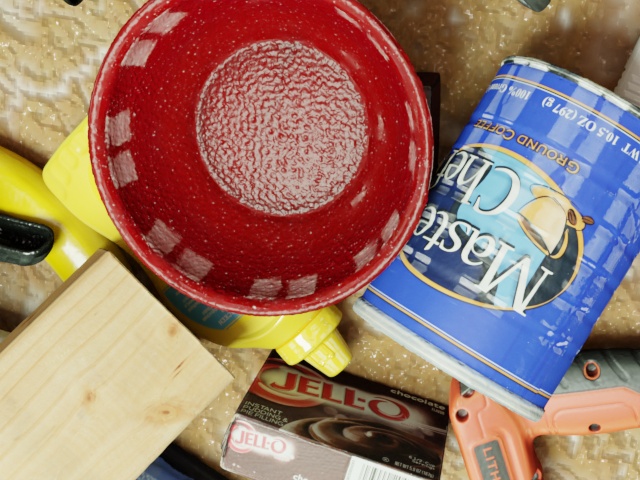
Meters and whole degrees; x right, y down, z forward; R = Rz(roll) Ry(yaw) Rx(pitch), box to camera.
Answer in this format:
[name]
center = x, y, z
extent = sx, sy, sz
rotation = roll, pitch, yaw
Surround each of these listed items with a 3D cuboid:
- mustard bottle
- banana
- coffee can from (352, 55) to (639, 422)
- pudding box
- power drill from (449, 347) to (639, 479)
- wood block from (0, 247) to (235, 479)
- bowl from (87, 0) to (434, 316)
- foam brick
[mustard bottle]
center = -0.054, 0.001, 0.580
extent = 0.096, 0.058, 0.191
rotation = -42, 94, 20
[banana]
center = -0.154, 0.006, 0.614
extent = 0.070, 0.037, 0.198
rotation = -33, 97, 17
[coffee can]
center = 0.095, -0.001, 0.506
extent = 0.103, 0.103, 0.140
rotation = 31, 91, 1
[pudding box]
center = 0.011, 0.106, 0.581
extent = 0.113, 0.090, 0.039
rotation = 20, 110, 5
[power drill]
center = 0.174, 0.111, 0.568
extent = 0.188, 0.057, 0.184
rotation = -17, 98, 13
[wood block]
center = -0.153, 0.107, 0.538
extent = 0.206, 0.091, 0.090
rotation = -45, 101, -10
[bowl]
center = -0.025, -0.048, 0.505
extent = 0.162, 0.055, 0.162
rotation = 3, 106, 11
[foam brick]
center = 0.021, -0.059, 0.551
extent = 0.078, 0.053, 0.051
rotation = 4, 107, 11
